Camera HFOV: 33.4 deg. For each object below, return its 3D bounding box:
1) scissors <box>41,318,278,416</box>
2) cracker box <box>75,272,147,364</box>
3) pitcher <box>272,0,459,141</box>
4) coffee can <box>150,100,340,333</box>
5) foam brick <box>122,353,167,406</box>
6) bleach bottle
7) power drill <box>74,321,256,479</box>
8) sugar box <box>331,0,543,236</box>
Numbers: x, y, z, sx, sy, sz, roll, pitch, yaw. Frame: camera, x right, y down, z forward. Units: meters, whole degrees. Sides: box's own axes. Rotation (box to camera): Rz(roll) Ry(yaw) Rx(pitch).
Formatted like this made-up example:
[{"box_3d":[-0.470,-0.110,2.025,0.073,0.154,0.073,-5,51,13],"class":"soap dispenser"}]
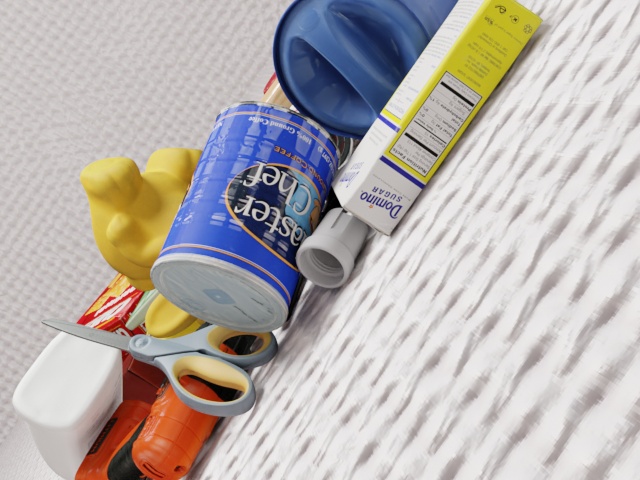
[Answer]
[{"box_3d":[-0.117,0.074,0.819,0.096,0.202,0.016,-39,-42,-33],"class":"scissors"},{"box_3d":[-0.226,0.085,1.295,0.164,0.072,0.213,-31,16,33],"class":"cracker box"},{"box_3d":[0.059,-0.206,0.893,0.149,0.145,0.242,-60,0,41],"class":"pitcher"},{"box_3d":[-0.053,-0.017,0.791,0.103,0.102,0.140,-37,30,59],"class":"coffee can"},{"box_3d":[-0.189,0.153,1.123,0.051,0.053,0.078,-53,10,12],"class":"foam brick"},{"box_3d":[-0.227,0.184,1.006,0.102,0.068,0.251,-59,-11,-34],"class":"bleach bottle"},{"box_3d":[-0.125,0.138,0.884,0.188,0.057,0.184,-45,12,47],"class":"power drill"},{"box_3d":[0.076,-0.092,0.742,0.176,0.048,0.093,-57,10,9],"class":"sugar box"}]
